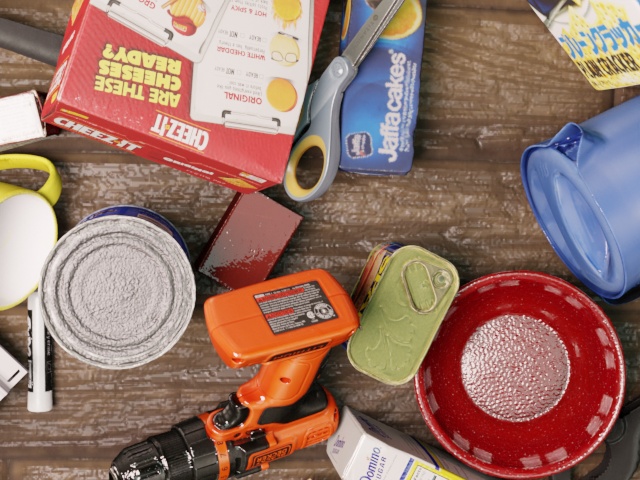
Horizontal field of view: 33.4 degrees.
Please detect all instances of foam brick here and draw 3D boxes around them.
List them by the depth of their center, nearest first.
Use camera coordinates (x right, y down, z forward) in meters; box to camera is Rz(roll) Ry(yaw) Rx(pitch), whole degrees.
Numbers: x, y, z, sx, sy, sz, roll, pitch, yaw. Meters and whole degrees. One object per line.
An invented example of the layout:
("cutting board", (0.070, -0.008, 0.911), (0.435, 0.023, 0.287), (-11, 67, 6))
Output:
("foam brick", (-0.055, 0.001, 0.819), (0.051, 0.053, 0.078), (31, 91, -9))

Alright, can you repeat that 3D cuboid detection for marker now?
("marker", (-0.216, 0.071, 0.820), (0.020, 0.020, 0.121), (0, 95, -8))

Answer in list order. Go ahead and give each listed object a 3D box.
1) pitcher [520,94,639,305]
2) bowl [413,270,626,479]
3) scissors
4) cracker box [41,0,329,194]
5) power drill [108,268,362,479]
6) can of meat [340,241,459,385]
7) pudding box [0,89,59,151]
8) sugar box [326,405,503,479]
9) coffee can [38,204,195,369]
("pitcher", (0.291, -0.059, 0.833), (0.242, 0.149, 0.145), (-28, 83, -8))
("bowl", (0.155, 0.103, 0.844), (0.162, 0.055, 0.162), (0, 90, 7))
("scissors", (0.019, -0.103, 0.775), (0.202, 0.016, 0.096), (-35, 71, 33))
("cracker box", (-0.086, -0.160, 0.755), (0.164, 0.072, 0.213), (19, 76, -21))
("power drill", (-0.057, 0.108, 0.759), (0.184, 0.188, 0.057), (-16, 57, -28))
("can of meat", (0.056, 0.052, 0.823), (0.057, 0.084, 0.102), (26, 91, -9))
("pudding box", (-0.249, -0.080, 0.767), (0.113, 0.090, 0.039), (-15, 97, -6))
("sugar box", (0.093, 0.192, 0.836), (0.176, 0.093, 0.048), (24, 91, -8))
("coffee can", (-0.142, 0.029, 0.765), (0.102, 0.140, 0.103), (-1, 95, -8))
